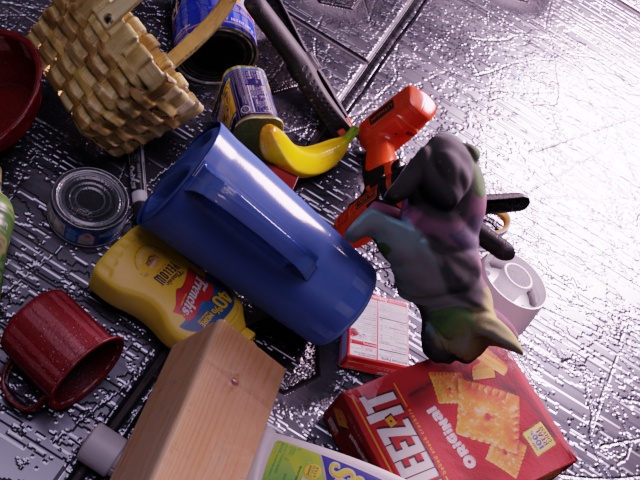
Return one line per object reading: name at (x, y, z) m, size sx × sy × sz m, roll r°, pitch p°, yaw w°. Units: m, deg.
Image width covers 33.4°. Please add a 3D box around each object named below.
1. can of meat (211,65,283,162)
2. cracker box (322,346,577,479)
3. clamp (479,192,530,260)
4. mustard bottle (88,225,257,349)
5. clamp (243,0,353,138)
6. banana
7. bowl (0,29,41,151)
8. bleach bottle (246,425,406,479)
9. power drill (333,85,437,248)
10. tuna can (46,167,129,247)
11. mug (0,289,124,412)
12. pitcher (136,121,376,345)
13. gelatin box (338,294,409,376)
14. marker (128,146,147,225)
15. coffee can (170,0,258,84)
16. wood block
can of meat at (-0.089, -0.141, 1.247) m, size 0.057 × 0.102 × 0.084 m, roll -2°, pitch 56°, yaw -23°
cracker box at (0.136, 0.205, 1.115) m, size 0.213 × 0.072 × 0.164 m, roll -16°, pitch 64°, yaw -29°
clamp at (0.172, -0.040, 1.297) m, size 0.171 × 0.039 × 0.120 m, roll 24°, pitch 37°, yaw 15°
mustard bottle at (-0.139, 0.069, 1.108) m, size 0.191 × 0.058 × 0.096 m, roll 37°, pitch 44°, yaw 5°
clamp at (-0.024, -0.223, 1.333) m, size 0.210 × 0.036 × 0.164 m, roll 56°, pitch 13°, yaw -14°
banana at (-0.022, -0.105, 1.248) m, size 0.037 × 0.070 × 0.197 m, roll 24°, pitch 18°, yaw 26°
bowl at (-0.359, -0.146, 1.144) m, size 0.162 × 0.055 × 0.162 m, roll -8°, pitch 62°, yaw 15°
bleach bottle at (0.046, 0.251, 0.996) m, size 0.251 × 0.068 × 0.102 m, roll 12°, pitch 53°, yaw 13°
power drill at (0.093, -0.096, 1.248) m, size 0.057 × 0.185 × 0.187 m, roll 37°, pitch 39°, yaw -23°
tuna can at (-0.250, -0.037, 1.152) m, size 0.086 × 0.034 × 0.086 m, roll 11°, pitch 54°, yaw -15°
mug at (-0.258, 0.110, 1.022) m, size 0.081 × 0.093 × 0.117 m, roll 41°, pitch 88°, yaw 15°
pitcher at (-0.057, 0.001, 1.102) m, size 0.242 × 0.145 × 0.149 m, roll 39°, pitch 36°, yaw -17°
gelatin box at (0.059, 0.104, 1.181) m, size 0.073 × 0.030 × 0.089 m, roll 13°, pitch 53°, yaw -15°
marker at (-0.205, -0.067, 1.200) m, size 0.020 × 0.020 × 0.121 m, roll 2°, pitch 57°, yaw -20°
coffee can at (-0.134, -0.279, 1.322) m, size 0.102 × 0.103 × 0.140 m, roll 4°, pitch 56°, yaw -19°
wood block at (-0.118, 0.188, 0.989) m, size 0.090 × 0.090 × 0.206 m, roll 41°, pitch 44°, yaw -20°
